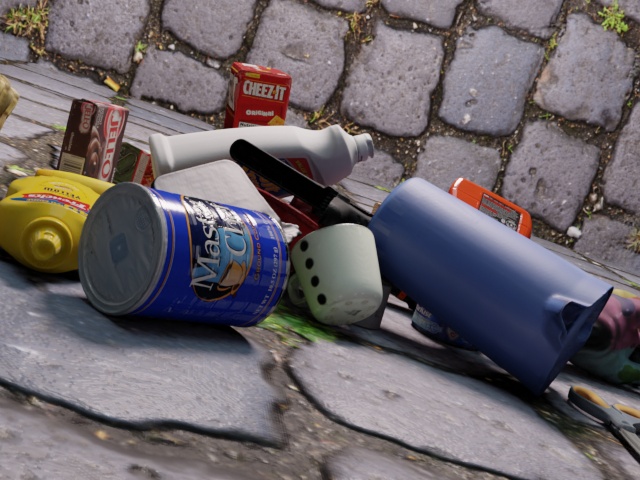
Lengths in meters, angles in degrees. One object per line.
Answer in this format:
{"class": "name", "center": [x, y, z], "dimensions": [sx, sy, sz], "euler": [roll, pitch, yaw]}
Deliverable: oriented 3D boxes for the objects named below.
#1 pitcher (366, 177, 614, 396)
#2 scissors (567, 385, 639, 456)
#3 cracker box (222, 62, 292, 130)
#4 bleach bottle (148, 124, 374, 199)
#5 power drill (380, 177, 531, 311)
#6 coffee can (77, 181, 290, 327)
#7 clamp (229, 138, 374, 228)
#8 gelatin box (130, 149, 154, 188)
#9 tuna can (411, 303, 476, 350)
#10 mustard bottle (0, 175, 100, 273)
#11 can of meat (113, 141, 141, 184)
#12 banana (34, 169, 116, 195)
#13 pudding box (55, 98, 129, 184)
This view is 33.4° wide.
{"class": "pitcher", "center": [0.166, 0.044, 1.107], "dimensions": [0.243, 0.149, 0.144], "euler": [35, 35, 19]}
{"class": "scissors", "center": [0.307, 0.186, 1.033], "dimensions": [0.096, 0.016, 0.202], "euler": [17, 8, -17]}
{"class": "cracker box", "center": [-0.096, -0.115, 1.368], "dimensions": [0.072, 0.214, 0.164], "euler": [8, 11, -11]}
{"class": "bleach bottle", "center": [-0.062, -0.091, 1.208], "dimensions": [0.250, 0.102, 0.068], "euler": [-12, 45, -11]}
{"class": "power drill", "center": [0.143, 0.013, 1.238], "dimensions": [0.184, 0.188, 0.057], "euler": [26, 47, -5]}
{"class": "coffee can", "center": [-0.109, 0.015, 0.864], "dimensions": [0.103, 0.103, 0.140], "euler": [27, 10, 42]}
{"class": "clamp", "center": [0.002, -0.044, 1.155], "dimensions": [0.165, 0.036, 0.209], "euler": [37, 8, 30]}
{"class": "gelatin box", "center": [-0.191, -0.066, 1.323], "dimensions": [0.089, 0.073, 0.030], "euler": [13, 10, -42]}
{"class": "tuna can", "center": [0.147, 0.093, 1.208], "dimensions": [0.086, 0.034, 0.086], "euler": [19, 8, -3]}
{"class": "mustard bottle", "center": [-0.230, -0.012, 0.914], "dimensions": [0.096, 0.058, 0.192], "euler": [17, 9, -13]}
{"class": "can of meat", "center": [-0.225, -0.090, 1.461], "dimensions": [0.102, 0.057, 0.083], "euler": [26, 8, 35]}
{"class": "banana", "center": [-0.230, -0.046, 1.230], "dimensions": [0.197, 0.037, 0.070], "euler": [12, 4, -42]}
{"class": "pudding box", "center": [-0.273, -0.110, 1.274], "dimensions": [0.039, 0.113, 0.090], "euler": [18, 7, 13]}
